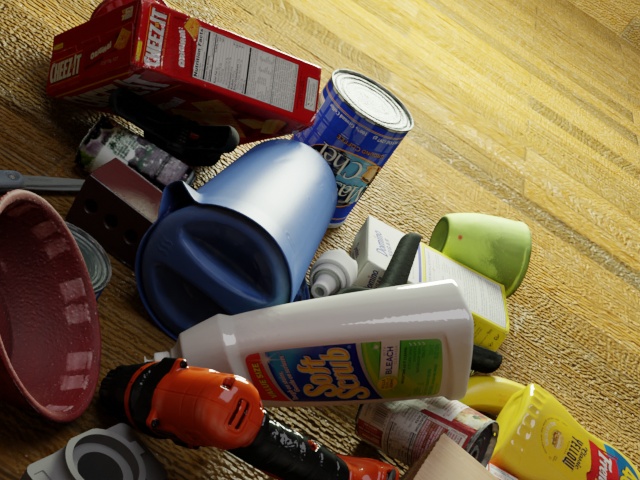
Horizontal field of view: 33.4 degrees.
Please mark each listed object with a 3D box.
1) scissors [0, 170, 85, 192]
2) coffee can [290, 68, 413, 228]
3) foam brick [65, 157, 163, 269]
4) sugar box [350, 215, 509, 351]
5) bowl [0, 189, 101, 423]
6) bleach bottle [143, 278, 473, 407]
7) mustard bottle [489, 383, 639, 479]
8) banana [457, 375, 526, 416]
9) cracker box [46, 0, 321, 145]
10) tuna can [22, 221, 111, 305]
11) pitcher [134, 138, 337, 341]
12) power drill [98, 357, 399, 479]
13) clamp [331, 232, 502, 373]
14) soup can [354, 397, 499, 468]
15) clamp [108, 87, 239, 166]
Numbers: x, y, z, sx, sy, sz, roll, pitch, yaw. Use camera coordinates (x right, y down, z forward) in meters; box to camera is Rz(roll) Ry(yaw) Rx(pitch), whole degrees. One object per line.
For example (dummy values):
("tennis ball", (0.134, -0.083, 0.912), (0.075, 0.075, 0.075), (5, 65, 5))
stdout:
("scissors", (-0.281, -0.062, 0.908), (0.096, 0.016, 0.201), (45, 30, 17))
("coffee can", (0.020, -0.098, 1.151), (0.102, 0.140, 0.103), (26, 30, -17))
("foam brick", (-0.171, -0.025, 0.930), (0.078, 0.053, 0.051), (36, 29, 2))
("sugar box", (0.115, 0.049, 1.136), (0.176, 0.048, 0.093), (25, 30, -11))
("bowl", (-0.209, 0.050, 0.729), (0.162, 0.055, 0.162), (-14, 90, -79))
("bleach bottle", (-0.010, 0.093, 0.836), (0.250, 0.102, 0.068), (-7, 40, -9))
("mustard bottle", (0.245, 0.225, 0.986), (0.191, 0.058, 0.096), (39, 49, -3))
("banana", (0.202, 0.178, 1.049), (0.197, 0.037, 0.069), (24, 60, -14))
("cracker box", (-0.132, -0.153, 1.041), (0.213, 0.164, 0.072), (14, 77, -39))
("tuna can", (-0.210, 0.022, 0.839), (0.086, 0.034, 0.086), (26, 30, -17))
("pitcher", (-0.056, 0.001, 0.956), (0.145, 0.149, 0.242), (21, 25, 6))
("power drill", (-0.052, 0.142, 0.747), (0.187, 0.057, 0.185), (33, -18, -28))
("clamp", (0.073, 0.085, 1.010), (0.209, 0.036, 0.164), (-24, 70, -43))
("soup can", (0.087, 0.158, 0.888), (0.102, 0.068, 0.068), (25, 22, 28))
("clamp", (-0.124, -0.096, 1.010), (0.120, 0.039, 0.171), (25, -3, 9))
